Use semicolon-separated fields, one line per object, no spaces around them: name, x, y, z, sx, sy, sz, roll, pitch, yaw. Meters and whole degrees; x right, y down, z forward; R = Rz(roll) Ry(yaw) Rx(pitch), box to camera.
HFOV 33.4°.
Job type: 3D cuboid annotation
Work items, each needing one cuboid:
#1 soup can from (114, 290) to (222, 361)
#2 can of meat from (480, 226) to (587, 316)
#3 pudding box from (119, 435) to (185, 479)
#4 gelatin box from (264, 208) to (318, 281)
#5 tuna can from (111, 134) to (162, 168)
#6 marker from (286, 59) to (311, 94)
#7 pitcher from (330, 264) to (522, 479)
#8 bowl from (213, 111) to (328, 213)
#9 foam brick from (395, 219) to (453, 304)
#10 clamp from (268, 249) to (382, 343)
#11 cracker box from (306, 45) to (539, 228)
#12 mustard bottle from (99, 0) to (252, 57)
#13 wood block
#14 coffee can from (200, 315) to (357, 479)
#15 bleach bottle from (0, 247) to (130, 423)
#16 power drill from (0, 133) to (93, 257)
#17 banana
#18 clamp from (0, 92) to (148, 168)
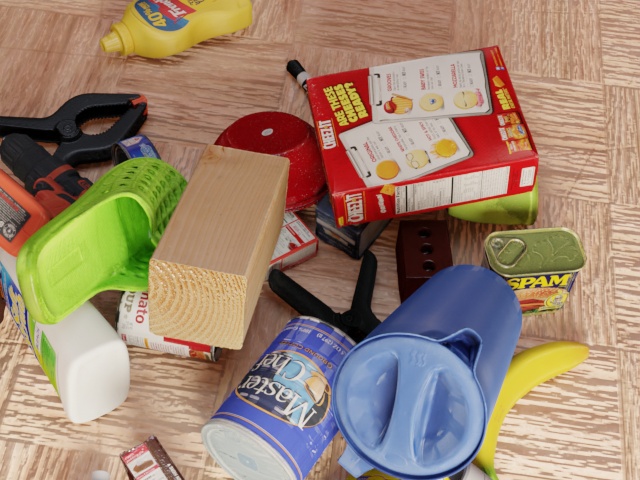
soup can;-0.146;0.078;1.065;0.102;0.068;0.068;11;52;5
can of meat;0.215;0.035;1.113;0.102;0.084;0.057;-4;53;-8
pudding box;-0.129;0.231;0.919;0.039;0.113;0.090;-30;59;-21
gelatin box;-0.057;0.001;1.154;0.089;0.030;0.073;-28;58;-24
tuna can;-0.195;-0.071;1.165;0.033;0.086;0.086;-23;57;-22
marker;-0.006;-0.181;1.306;0.020;0.020;0.121;-25;58;-21
pitcher;0.104;0.113;0.977;0.149;0.145;0.242;-3;14;22
bowl;-0.057;-0.098;1.193;0.162;0.055;0.162;-1;38;1
foam brick;0.110;0.024;1.135;0.053;0.051;0.078;-1;53;-4
clamp;0.015;0.085;1.089;0.120;0.039;0.171;-8;54;-8
cracker box;0.104;-0.111;1.129;0.213;0.072;0.164;-11;55;-1
mustard bottle;-0.188;-0.277;1.342;0.191;0.058;0.096;-27;58;-22
wood block;-0.096;0.001;1.042;0.091;0.090;0.206;10;36;4
coffee can;-0.029;0.154;0.992;0.103;0.103;0.140;29;55;17
bleach bottle;-0.280;0.060;1.062;0.068;0.103;0.251;-23;51;-31
power drill;-0.287;-0.047;1.072;0.184;0.187;0.057;39;102;9
banana;0.192;0.155;1.052;0.069;0.037;0.197;42;60;3
clamp;-0.287;-0.108;1.218;0.209;0.036;0.165;-21;63;-19
